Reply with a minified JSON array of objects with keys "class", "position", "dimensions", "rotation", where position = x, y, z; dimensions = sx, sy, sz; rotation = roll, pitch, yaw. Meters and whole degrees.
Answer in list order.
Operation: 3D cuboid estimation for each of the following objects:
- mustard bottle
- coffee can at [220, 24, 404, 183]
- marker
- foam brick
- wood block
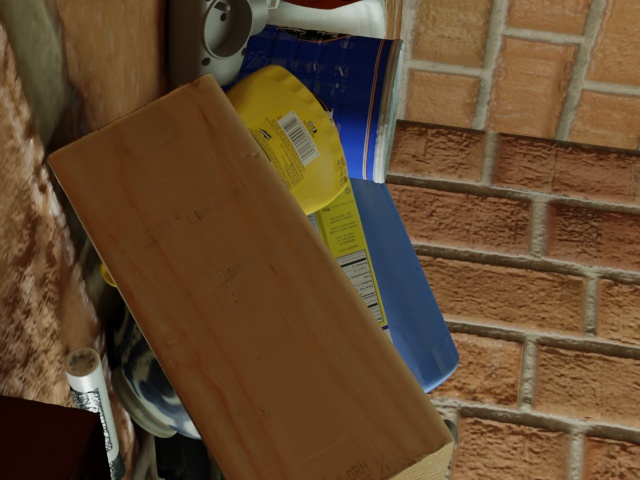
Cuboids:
[{"class":"mustard bottle","position":[-0.062,-0.028,0.635],"dimensions":[0.191,0.058,0.096],"rotation":[-43,107,-45]},{"class":"coffee can","position":[-0.016,-0.101,0.767],"dimensions":[0.102,0.140,0.103],"rotation":[9,89,-84]},{"class":"marker","position":[-0.125,0.102,0.597],"dimensions":[0.121,0.020,0.020],"rotation":[92,9,-48]},{"class":"foam brick","position":[-0.124,0.113,0.461],"dimensions":[0.053,0.051,0.078],"rotation":[-75,171,-46]},{"class":"wood block","position":[-0.033,0.039,0.494],"dimensions":[0.206,0.090,0.091],"rotation":[56,-11,22]}]
